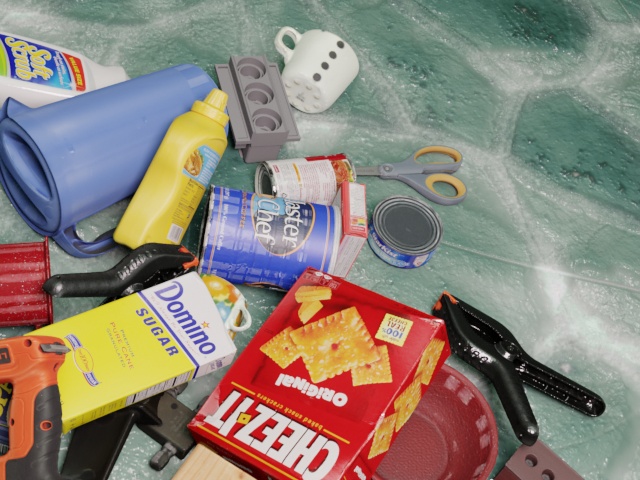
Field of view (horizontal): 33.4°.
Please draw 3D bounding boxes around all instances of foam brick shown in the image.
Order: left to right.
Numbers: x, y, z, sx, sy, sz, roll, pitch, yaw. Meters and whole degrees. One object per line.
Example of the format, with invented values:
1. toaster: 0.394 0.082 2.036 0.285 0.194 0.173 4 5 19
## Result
1. foam brick: 0.221 0.248 1.083 0.078 0.051 0.052 41 54 14

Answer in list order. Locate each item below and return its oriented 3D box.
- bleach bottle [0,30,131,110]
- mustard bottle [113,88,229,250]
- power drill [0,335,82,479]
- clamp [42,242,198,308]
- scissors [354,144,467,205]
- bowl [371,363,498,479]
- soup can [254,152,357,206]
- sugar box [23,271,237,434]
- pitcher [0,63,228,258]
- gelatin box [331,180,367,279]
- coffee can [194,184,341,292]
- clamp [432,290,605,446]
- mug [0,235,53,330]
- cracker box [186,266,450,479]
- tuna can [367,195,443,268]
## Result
1. bleach bottle: -0.324 -0.192 1.237 0.250 0.068 0.102 7 54 -14
2. mustard bottle: -0.147 -0.072 1.124 0.058 0.096 0.191 25 87 17
3. power drill: -0.277 0.181 0.914 0.184 0.057 0.187 -11 82 11
4. clamp: -0.198 0.045 1.050 0.171 0.120 0.039 -38 62 -24
5. scissors: 0.095 -0.071 1.300 0.201 0.016 0.096 -15 61 -25
6. bowl: 0.095 0.199 1.079 0.162 0.055 0.162 8 53 -11
7. soup can: -0.017 -0.062 1.228 0.102 0.069 0.068 -7 58 -20
8. sugar box: -0.176 0.101 0.996 0.176 0.048 0.093 -22 72 -21
9. pitcher: -0.219 -0.099 1.169 0.242 0.149 0.145 -28 52 -34
10. gelatin box: 0.027 -0.011 1.190 0.030 0.089 0.073 9 53 -12
11. coffee can: -0.058 0.001 1.147 0.140 0.103 0.103 10 53 -9
12. clamp: 0.194 0.133 1.140 0.210 0.036 0.164 41 28 22
13. mug: -0.307 0.056 1.053 0.081 0.093 0.117 -4 93 -13
14. cracker box: 0.001 0.142 1.025 0.164 0.072 0.213 22 61 29
15. tuna can: 0.098 -0.010 1.245 0.086 0.034 0.086 8 53 -11
